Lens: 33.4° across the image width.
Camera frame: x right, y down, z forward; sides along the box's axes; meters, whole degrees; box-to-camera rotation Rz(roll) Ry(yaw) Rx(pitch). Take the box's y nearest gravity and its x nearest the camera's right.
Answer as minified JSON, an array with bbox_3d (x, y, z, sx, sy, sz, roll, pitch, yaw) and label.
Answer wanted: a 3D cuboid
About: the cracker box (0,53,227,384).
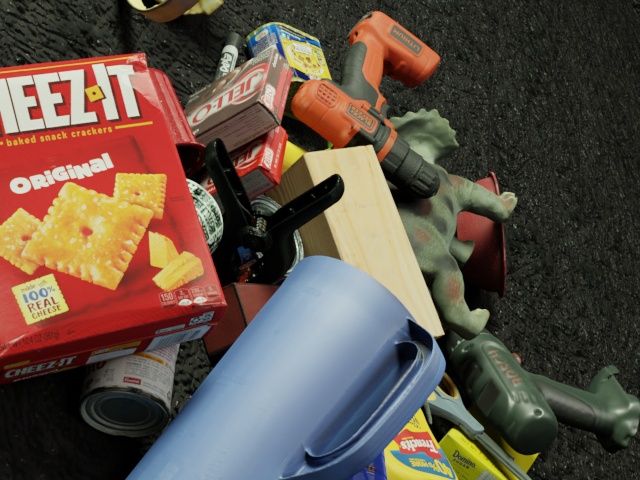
[{"bbox_3d":[-0.176,-0.021,0.756,0.164,0.072,0.214,-11,71,-26],"label":"cracker box"}]

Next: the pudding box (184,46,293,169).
[{"bbox_3d":[-0.083,-0.124,1.012,0.039,0.114,0.090,46,34,-28],"label":"pudding box"}]

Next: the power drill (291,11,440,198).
[{"bbox_3d":[0.072,-0.151,1.167,0.184,0.057,0.187,36,47,-14],"label":"power drill"}]

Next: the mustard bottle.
[{"bbox_3d":[0.076,0.202,0.978,0.096,0.058,0.192,23,25,-36],"label":"mustard bottle"}]

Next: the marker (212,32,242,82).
[{"bbox_3d":[-0.100,-0.182,1.126,0.020,0.020,0.121,42,36,-29],"label":"marker"}]

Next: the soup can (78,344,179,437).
[{"bbox_3d":[-0.140,0.088,0.802,0.068,0.069,0.102,38,38,-34],"label":"soup can"}]

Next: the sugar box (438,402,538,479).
[{"bbox_3d":[0.197,0.222,1.192,0.093,0.048,0.176,39,30,11],"label":"sugar box"}]

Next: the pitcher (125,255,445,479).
[{"bbox_3d":[-0.028,0.136,0.783,0.145,0.149,0.242,37,60,8],"label":"pitcher"}]

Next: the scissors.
[{"bbox_3d":[0.143,0.193,1.118,0.096,0.016,0.202,5,35,-40],"label":"scissors"}]

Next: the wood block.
[{"bbox_3d":[0.032,0.020,1.068,0.090,0.091,0.206,-10,73,-34],"label":"wood block"}]

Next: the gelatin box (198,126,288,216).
[{"bbox_3d":[-0.075,-0.066,1.002,0.030,0.089,0.073,44,35,-28],"label":"gelatin box"}]

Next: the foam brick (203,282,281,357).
[{"bbox_3d":[-0.063,0.070,0.945,0.078,0.053,0.051,7,60,-55],"label":"foam brick"}]

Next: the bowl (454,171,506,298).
[{"bbox_3d":[0.198,-0.005,1.355,0.162,0.055,0.162,-4,90,-87],"label":"bowl"}]

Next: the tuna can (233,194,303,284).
[{"bbox_3d":[-0.057,0.001,1.029,0.086,0.034,0.086,36,39,-36],"label":"tuna can"}]

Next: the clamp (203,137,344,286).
[{"bbox_3d":[-0.045,-0.011,0.934,0.120,0.171,0.039,15,47,7],"label":"clamp"}]

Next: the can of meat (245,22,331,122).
[{"bbox_3d":[-0.032,-0.190,1.199,0.101,0.058,0.084,13,54,-52],"label":"can of meat"}]
